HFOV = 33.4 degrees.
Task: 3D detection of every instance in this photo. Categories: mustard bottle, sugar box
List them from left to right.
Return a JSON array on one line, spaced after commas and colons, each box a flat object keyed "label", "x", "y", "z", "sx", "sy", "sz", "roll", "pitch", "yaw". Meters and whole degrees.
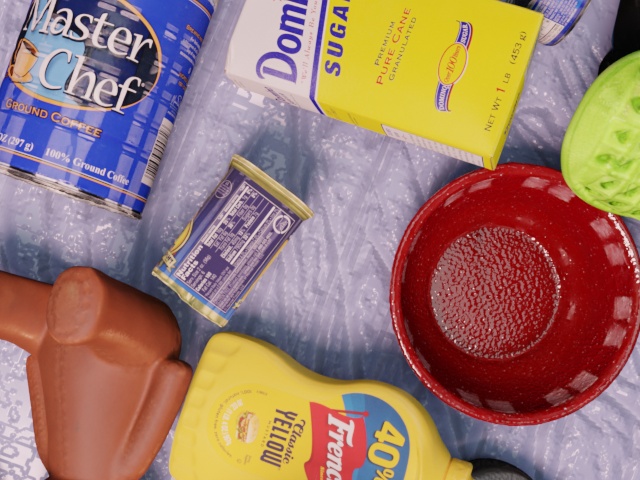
[{"label": "mustard bottle", "x": 0.012, "y": 0.126, "z": 0.633, "sx": 0.192, "sy": 0.058, "sz": 0.096, "roll": 18, "pitch": 87, "yaw": 12}, {"label": "sugar box", "x": 0.037, "y": -0.115, "z": 0.650, "sx": 0.176, "sy": 0.048, "sz": 0.093, "roll": 19, "pitch": 86, "yaw": 11}]

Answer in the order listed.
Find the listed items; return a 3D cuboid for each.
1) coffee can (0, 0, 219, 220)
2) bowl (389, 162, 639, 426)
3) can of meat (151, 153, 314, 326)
[{"label": "coffee can", "x": -0.130, "y": -0.094, "z": 0.625, "sx": 0.102, "sy": 0.103, "sz": 0.140, "roll": 19, "pitch": 86, "yaw": -6}, {"label": "bowl", "x": 0.118, "y": 0.033, "z": 0.676, "sx": 0.162, "sy": 0.055, "sz": 0.162, "roll": 0, "pitch": 88, "yaw": -7}, {"label": "can of meat", "x": -0.054, "y": 0.001, "z": 0.634, "sx": 0.057, "sy": 0.102, "sz": 0.084, "roll": 37, "pitch": 86, "yaw": -6}]
